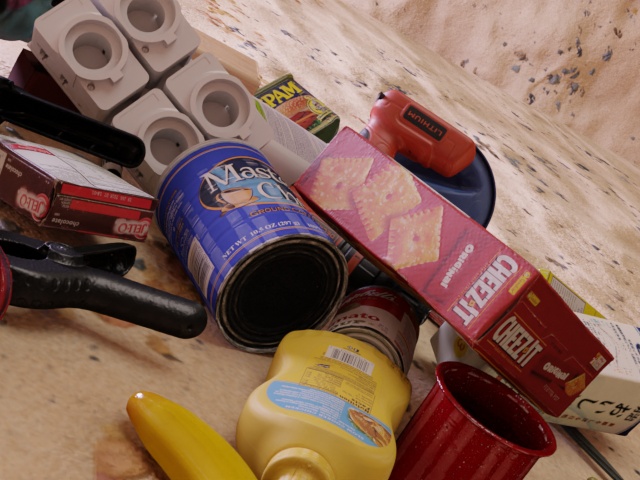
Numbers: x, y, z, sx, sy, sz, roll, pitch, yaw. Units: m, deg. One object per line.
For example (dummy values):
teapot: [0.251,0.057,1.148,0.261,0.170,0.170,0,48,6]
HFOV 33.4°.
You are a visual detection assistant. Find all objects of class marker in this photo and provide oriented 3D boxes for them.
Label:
marker: [-0.177,-0.066,0.910,0.020,0.020,0.121,25,19,-20]

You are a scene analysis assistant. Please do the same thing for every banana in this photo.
banana: [-0.052,0.142,0.536,0.069,0.037,0.198,23,20,-28]

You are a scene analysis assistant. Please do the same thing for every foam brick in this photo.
foam brick: [-0.229,-0.123,0.922,0.078,0.051,0.053,18,22,-35]

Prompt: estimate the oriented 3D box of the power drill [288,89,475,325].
power drill: [0.060,-0.033,0.971,0.184,0.187,0.057,36,-21,10]

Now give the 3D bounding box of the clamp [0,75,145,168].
clamp: [-0.251,-0.107,0.787,0.210,0.036,0.164,25,7,34]

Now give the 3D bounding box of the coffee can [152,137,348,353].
coffee can: [-0.055,0.001,0.796,0.102,0.103,0.140,17,23,-38]

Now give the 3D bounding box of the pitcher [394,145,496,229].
pitcher: [0.116,-0.051,1.155,0.145,0.149,0.243,-1,7,3]

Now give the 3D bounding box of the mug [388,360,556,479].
mug: [0.098,0.138,0.719,0.093,0.082,0.117,34,18,5]

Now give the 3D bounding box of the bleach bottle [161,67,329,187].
bleach bottle: [-0.068,-0.102,1.012,0.250,0.068,0.102,34,23,-41]

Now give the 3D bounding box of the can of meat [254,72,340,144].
can of meat: [-0.039,-0.132,1.208,0.084,0.057,0.101,41,49,16]

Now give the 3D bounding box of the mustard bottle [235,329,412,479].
mustard bottle: [0.000,0.116,0.651,0.096,0.058,0.191,24,18,3]

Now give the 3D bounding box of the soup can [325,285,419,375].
soup can: [0.035,0.080,0.792,0.068,0.068,0.102,33,18,2]

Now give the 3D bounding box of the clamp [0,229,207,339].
clamp: [-0.155,0.025,0.662,0.120,0.039,0.171,23,12,41]

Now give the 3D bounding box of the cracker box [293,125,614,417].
cracker box: [0.097,0.023,0.794,0.214,0.072,0.164,43,3,41]

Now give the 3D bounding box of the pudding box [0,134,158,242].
pudding box: [-0.184,-0.038,0.757,0.114,0.039,0.089,30,12,40]
